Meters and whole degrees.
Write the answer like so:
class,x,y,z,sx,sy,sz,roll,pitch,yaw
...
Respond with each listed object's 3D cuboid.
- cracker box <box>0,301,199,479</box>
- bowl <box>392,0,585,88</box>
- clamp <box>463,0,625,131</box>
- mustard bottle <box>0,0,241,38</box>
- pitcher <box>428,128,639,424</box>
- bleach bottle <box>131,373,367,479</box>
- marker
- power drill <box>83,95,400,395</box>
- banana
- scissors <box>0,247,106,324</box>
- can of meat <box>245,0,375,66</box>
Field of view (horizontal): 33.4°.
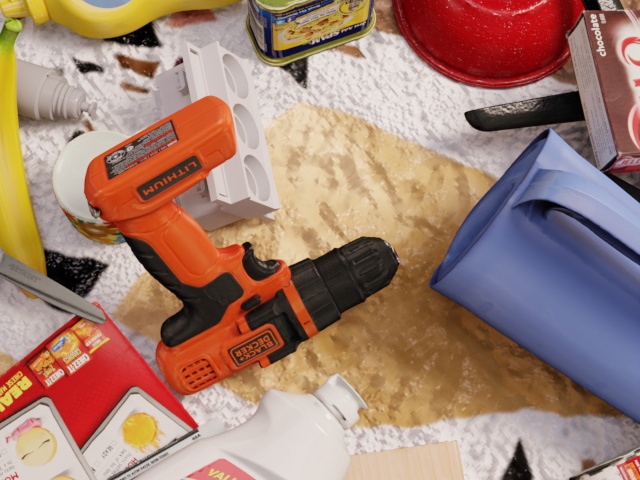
class,x,y,z,sx,sy,sz,roll,pitch,yaw
cracker box,-0.144,0.175,0.705,0.164,0.072,0.214,-40,78,-11
bowl,0.138,-0.203,0.834,0.162,0.055,0.162,0,72,-1
clamp,0.219,-0.110,0.794,0.210,0.036,0.164,34,89,-9
mustard bottle,-0.155,-0.208,0.829,0.191,0.058,0.096,-18,73,-6
pitcher,0.205,0.044,0.704,0.243,0.149,0.145,36,119,1
bleach bottle,-0.079,0.167,0.632,0.250,0.068,0.102,-41,80,-9
marker,-0.113,0.147,0.666,0.121,0.020,0.020,-28,76,-10
power drill,-0.055,0.001,0.710,0.184,0.187,0.057,-29,32,-2
banana,-0.229,-0.057,0.770,0.037,0.070,0.198,-10,101,-27
scissors,-0.227,-0.008,0.730,0.202,0.016,0.096,12,70,10
can of meat,-0.007,-0.186,0.811,0.102,0.084,0.057,-20,75,-7
